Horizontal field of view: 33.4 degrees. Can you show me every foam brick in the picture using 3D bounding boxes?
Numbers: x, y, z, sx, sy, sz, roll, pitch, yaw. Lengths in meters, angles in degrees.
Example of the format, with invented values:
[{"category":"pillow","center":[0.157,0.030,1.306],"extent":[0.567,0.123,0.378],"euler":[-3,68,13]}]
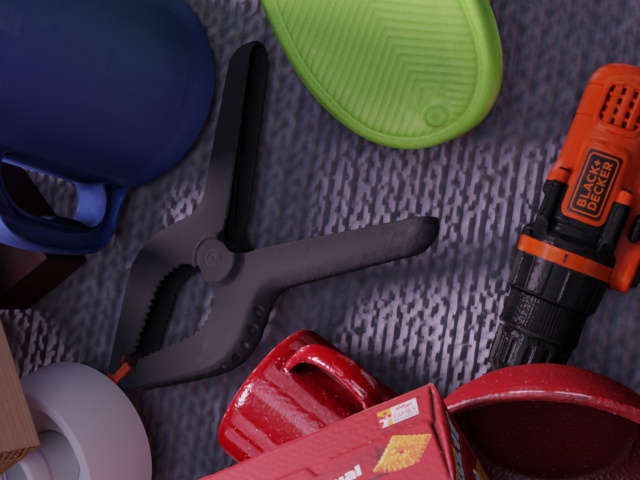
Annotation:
[{"category":"foam brick","center":[-0.190,-0.003,0.637],"extent":[0.053,0.051,0.078],"euler":[-38,80,9]}]

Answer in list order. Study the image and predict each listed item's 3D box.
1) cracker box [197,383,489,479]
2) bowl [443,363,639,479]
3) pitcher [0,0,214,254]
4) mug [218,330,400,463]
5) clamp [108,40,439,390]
[{"category":"cracker box","center":[0.027,0.190,0.515],"extent":[0.164,0.072,0.213],"euler":[-25,121,11]},{"category":"bowl","center":[0.115,0.113,0.539],"extent":[0.162,0.055,0.162],"euler":[7,130,8]},{"category":"pitcher","center":[-0.154,-0.089,0.534],"extent":[0.145,0.242,0.149],"euler":[-44,79,9]},{"category":"mug","center":[0.001,0.095,0.562],"extent":[0.081,0.117,0.093],"euler":[36,58,17]},{"category":"clamp","center":[-0.054,0.001,0.607],"extent":[0.210,0.036,0.165],"euler":[-43,66,17]}]
